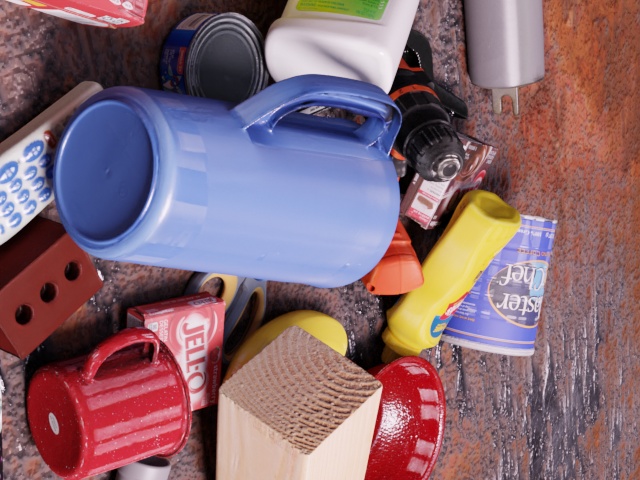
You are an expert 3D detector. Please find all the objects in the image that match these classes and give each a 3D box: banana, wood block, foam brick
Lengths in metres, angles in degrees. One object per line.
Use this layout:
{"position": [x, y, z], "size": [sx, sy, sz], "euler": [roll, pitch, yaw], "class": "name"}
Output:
{"position": [-0.021, 0.094, 0.905], "size": [0.197, 0.037, 0.069], "euler": [7, 80, -61], "class": "banana"}
{"position": [-0.023, 0.179, 0.849], "size": [0.090, 0.090, 0.206], "euler": [-39, 150, -36], "class": "wood block"}
{"position": [-0.192, 0.029, 0.695], "size": [0.078, 0.051, 0.053], "euler": [-47, 132, -32], "class": "foam brick"}

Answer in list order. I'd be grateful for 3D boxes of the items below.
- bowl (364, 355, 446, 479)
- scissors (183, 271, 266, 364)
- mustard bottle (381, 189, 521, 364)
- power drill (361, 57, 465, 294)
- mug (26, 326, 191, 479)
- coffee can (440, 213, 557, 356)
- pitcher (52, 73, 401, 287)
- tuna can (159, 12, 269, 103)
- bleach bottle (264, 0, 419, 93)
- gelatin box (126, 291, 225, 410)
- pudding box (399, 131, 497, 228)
{"position": [0.053, 0.183, 1.022], "size": [0.161, 0.055, 0.162], "euler": [-16, 112, -47], "class": "bowl"}
{"position": [-0.056, 0.001, 0.877], "size": [0.096, 0.016, 0.202], "euler": [29, 77, -49], "class": "scissors"}
{"position": [0.114, 0.044, 1.019], "size": [0.192, 0.058, 0.096], "euler": [-57, 167, 20], "class": "mustard bottle"}
{"position": [0.063, -0.049, 0.876], "size": [0.057, 0.184, 0.188], "euler": [-5, 128, -15], "class": "power drill"}
{"position": [-0.145, 0.108, 0.735], "size": [0.081, 0.093, 0.117], "euler": [-12, 138, -43], "class": "mug"}
{"position": [0.180, 0.039, 1.096], "size": [0.102, 0.103, 0.140], "euler": [6, 95, -50], "class": "coffee can"}
{"position": [-0.054, -0.043, 0.738], "size": [0.242, 0.145, 0.149], "euler": [5, 89, -54], "class": "pitcher"}
{"position": [-0.079, -0.128, 0.800], "size": [0.085, 0.034, 0.086], "euler": [-16, 112, -47], "class": "tuna can"}
{"position": [0.036, -0.228, 0.857], "size": [0.068, 0.102, 0.250], "euler": [88, 15, -56], "class": "bleach bottle"}
{"position": [-0.111, 0.088, 0.810], "size": [0.073, 0.030, 0.089], "euler": [-10, 114, -40], "class": "gelatin box"}
{"position": [0.122, -0.058, 1.014], "size": [0.113, 0.039, 0.090], "euler": [-1, 118, -65], "class": "pudding box"}
